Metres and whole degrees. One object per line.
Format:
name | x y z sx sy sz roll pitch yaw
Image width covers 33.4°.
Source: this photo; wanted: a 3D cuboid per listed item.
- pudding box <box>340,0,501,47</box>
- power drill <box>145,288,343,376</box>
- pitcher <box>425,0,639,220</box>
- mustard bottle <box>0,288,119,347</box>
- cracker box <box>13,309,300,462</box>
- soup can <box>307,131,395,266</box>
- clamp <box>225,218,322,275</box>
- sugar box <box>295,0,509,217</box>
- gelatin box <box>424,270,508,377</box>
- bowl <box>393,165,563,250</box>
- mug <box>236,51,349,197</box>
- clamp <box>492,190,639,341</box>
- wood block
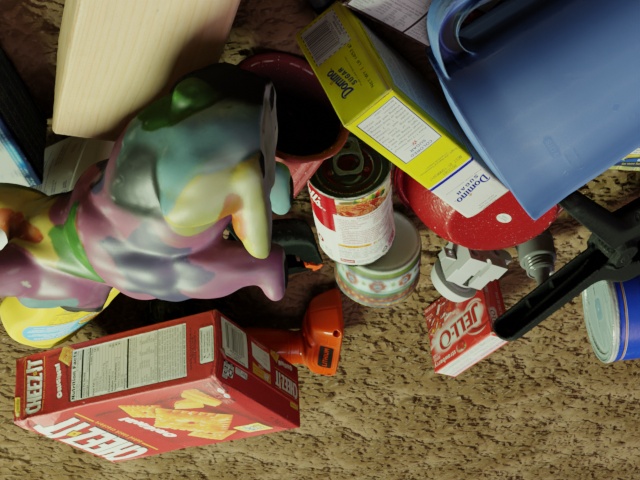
pudding box | 0.079 -0.179 0.679 0.089 0.039 0.114 20 136 -34
power drill | -0.074 0.085 1.031 0.187 0.057 0.184 -1 150 -3
pitcher | 0.191 -0.135 0.658 0.243 0.145 0.149 -33 174 14
mustard bottle | -0.228 0.050 0.936 0.096 0.058 0.192 -17 165 -37
cracker box | -0.148 0.143 0.991 0.214 0.072 0.164 -15 150 20
soup can | 0.026 -0.033 0.861 0.068 0.068 0.102 -8 147 2
clamp | -0.056 0.001 0.863 0.171 0.039 0.120 -2 159 -41
sugar box | 0.060 -0.086 0.743 0.048 0.093 0.176 -36 144 16
gelatin box | 0.142 0.081 1.042 0.030 0.073 0.089 16 140 -30
bowl | 0.144 -0.039 0.882 0.162 0.055 0.162 -5 146 -3
mug | -0.047 -0.075 0.766 0.117 0.093 0.082 2 151 -25
clamp | 0.245 0.013 0.926 0.209 0.036 0.165 -9 137 -35
wood block | -0.100 -0.156 0.638 0.090 0.090 0.206 6 145 -18
